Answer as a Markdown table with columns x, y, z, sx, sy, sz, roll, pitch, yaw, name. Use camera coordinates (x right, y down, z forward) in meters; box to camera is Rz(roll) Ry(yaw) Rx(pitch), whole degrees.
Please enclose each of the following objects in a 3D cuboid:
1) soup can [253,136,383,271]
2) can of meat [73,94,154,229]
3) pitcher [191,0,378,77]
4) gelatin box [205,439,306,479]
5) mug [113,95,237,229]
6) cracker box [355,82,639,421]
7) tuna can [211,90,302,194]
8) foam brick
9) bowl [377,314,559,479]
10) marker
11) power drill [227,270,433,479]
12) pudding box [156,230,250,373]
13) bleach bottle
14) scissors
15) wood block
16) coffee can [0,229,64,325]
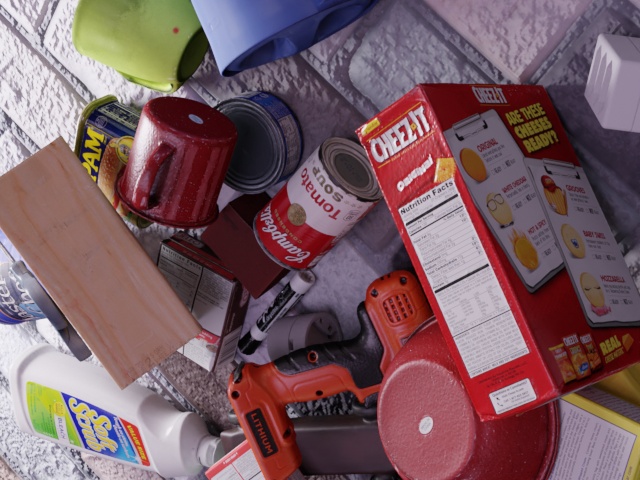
| x | y | z | sx | sy | sz | roll | pitch | yaw | name |
| --- | --- | --- | --- | --- | --- | --- | --- | --- | --- |
| -0.001 | -0.030 | 0.890 | 0.068 | 0.068 | 0.102 | 49 | 127 | 6 | soup can |
| -0.182 | -0.072 | 0.998 | 0.084 | 0.057 | 0.102 | 29 | 123 | 17 | can of meat |
| -0.059 | -0.258 | 0.794 | 0.149 | 0.145 | 0.243 | -25 | 92 | 17 | pitcher |
| -0.052 | 0.227 | 0.984 | 0.073 | 0.030 | 0.089 | -41 | 83 | 30 | gelatin box |
| -0.122 | -0.064 | 0.883 | 0.093 | 0.117 | 0.082 | 27 | 118 | 10 | mug |
| 0.131 | 0.002 | 0.727 | 0.072 | 0.163 | 0.214 | -32 | 75 | 38 | cracker box |
| -0.058 | -0.086 | 0.925 | 0.086 | 0.033 | 0.086 | 13 | 116 | 28 | tuna can |
| -0.056 | 0.001 | 0.950 | 0.078 | 0.051 | 0.053 | 49 | 126 | 6 | foam brick |
| 0.095 | 0.132 | 0.793 | 0.162 | 0.055 | 0.162 | 0 | 90 | 45 | bowl |
| -0.043 | 0.069 | 0.990 | 0.020 | 0.020 | 0.121 | 46 | 127 | 9 | marker |
| 0.030 | 0.138 | 0.901 | 0.187 | 0.057 | 0.184 | -23 | 96 | 4 | power drill |
| -0.118 | 0.059 | 1.023 | 0.090 | 0.039 | 0.114 | 29 | 121 | 21 | pudding box |
| -0.210 | 0.184 | 1.122 | 0.251 | 0.068 | 0.102 | 11 | 116 | 27 | bleach bottle |
| -0.272 | 0.027 | 0.965 | 0.202 | 0.016 | 0.096 | 48 | 166 | 17 | scissors |
| -0.202 | 0.020 | 0.945 | 0.206 | 0.090 | 0.091 | 55 | 170 | -6 | wood block |
| -0.270 | 0.027 | 1.068 | 0.141 | 0.102 | 0.103 | -10 | 104 | 35 | coffee can |
